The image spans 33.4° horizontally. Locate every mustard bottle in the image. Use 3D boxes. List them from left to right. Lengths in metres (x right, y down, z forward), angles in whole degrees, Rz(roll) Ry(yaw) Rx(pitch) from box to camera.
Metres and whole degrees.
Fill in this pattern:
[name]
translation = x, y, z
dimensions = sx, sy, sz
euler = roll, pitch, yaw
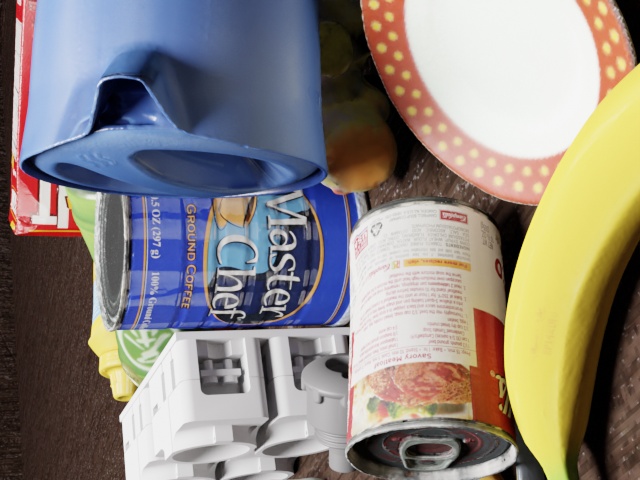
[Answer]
[mustard bottle]
translation = -0.154, 0.033, 0.850
dimensions = 0.096, 0.058, 0.191
euler = 134, 138, -55

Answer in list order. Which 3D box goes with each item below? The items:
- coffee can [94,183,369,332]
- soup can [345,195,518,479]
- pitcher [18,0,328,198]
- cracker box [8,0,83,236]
[coffee can]
translation = -0.054, 0.001, 0.624
dimensions = 0.103, 0.140, 0.103
euler = 180, 90, -70
[soup can]
translation = 0.044, 0.041, 0.443
dimensions = 0.069, 0.068, 0.102
euler = 123, 153, -55
[pitcher]
translation = -0.062, -0.140, 0.492
dimensions = 0.149, 0.144, 0.243
euler = -9, 77, 53
[cracker box]
translation = -0.185, -0.111, 0.939
dimensions = 0.072, 0.164, 0.214
euler = -138, 52, -66
